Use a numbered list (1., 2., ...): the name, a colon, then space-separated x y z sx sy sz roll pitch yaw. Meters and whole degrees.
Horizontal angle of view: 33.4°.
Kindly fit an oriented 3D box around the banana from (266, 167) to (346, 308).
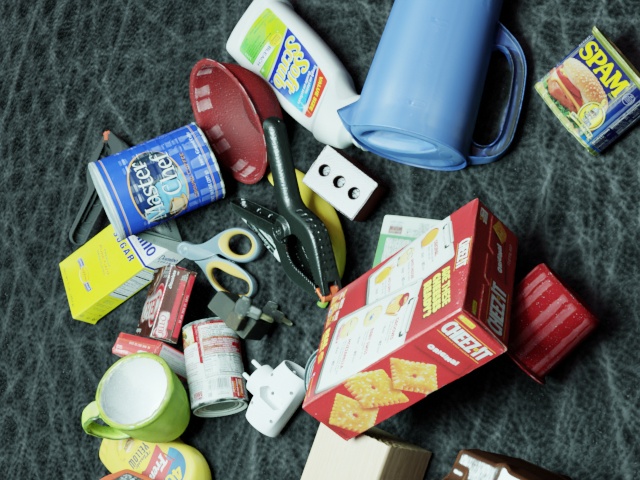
1. banana: -0.011 -0.022 1.245 0.070 0.037 0.198 -34 59 23

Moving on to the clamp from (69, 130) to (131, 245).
1. clamp: -0.279 -0.081 1.430 0.120 0.039 0.171 -16 54 30

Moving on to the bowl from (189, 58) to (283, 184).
1. bowl: -0.094 -0.153 1.302 0.162 0.055 0.162 40 145 36

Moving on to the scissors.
1. scissors: -0.151 -0.002 1.312 0.202 0.016 0.096 34 106 19

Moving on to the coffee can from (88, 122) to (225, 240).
1. coffee can: -0.201 -0.073 1.317 0.140 0.103 0.103 -24 57 -13

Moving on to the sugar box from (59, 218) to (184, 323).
1. sugar box: -0.262 0.025 1.406 0.176 0.048 0.093 -37 58 23

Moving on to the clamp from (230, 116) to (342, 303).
1. clamp: -0.032 -0.025 1.200 0.210 0.036 0.165 55 145 29

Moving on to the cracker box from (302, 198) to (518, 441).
1. cracker box: 0.089 0.079 1.037 0.214 0.072 0.164 -36 23 35

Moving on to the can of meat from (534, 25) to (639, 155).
1. can of meat: 0.276 -0.148 1.065 0.084 0.057 0.102 -43 55 21

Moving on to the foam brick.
1. foam brick: 0.028 -0.064 1.206 0.078 0.051 0.053 38 100 16

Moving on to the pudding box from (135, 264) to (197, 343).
1. pudding box: -0.190 0.078 1.307 0.114 0.039 0.090 164 123 -72

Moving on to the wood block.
1. wood block: 0.025 0.295 1.090 0.091 0.090 0.206 18 87 38

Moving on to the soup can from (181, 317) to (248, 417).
1. soup can: -0.123 0.149 1.254 0.069 0.068 0.102 -23 64 28

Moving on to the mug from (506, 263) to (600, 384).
1. mug: 0.210 0.073 1.034 0.081 0.093 0.117 -45 19 11

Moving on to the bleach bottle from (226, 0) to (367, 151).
1. bleach bottle: -0.009 -0.195 1.281 0.103 0.068 0.251 -53 56 13

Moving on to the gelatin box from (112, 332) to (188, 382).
1. gelatin box: -0.196 0.144 1.294 0.073 0.089 0.030 9 72 37

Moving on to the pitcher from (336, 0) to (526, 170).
1. pitcher: 0.134 -0.202 1.149 0.145 0.149 0.243 6 76 52

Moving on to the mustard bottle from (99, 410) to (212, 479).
1. mustard bottle: -0.182 0.280 1.264 0.192 0.058 0.096 40 95 36

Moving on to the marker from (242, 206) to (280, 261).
1. marker: -0.058 0.002 1.283 0.020 0.020 0.121 -51 54 12
